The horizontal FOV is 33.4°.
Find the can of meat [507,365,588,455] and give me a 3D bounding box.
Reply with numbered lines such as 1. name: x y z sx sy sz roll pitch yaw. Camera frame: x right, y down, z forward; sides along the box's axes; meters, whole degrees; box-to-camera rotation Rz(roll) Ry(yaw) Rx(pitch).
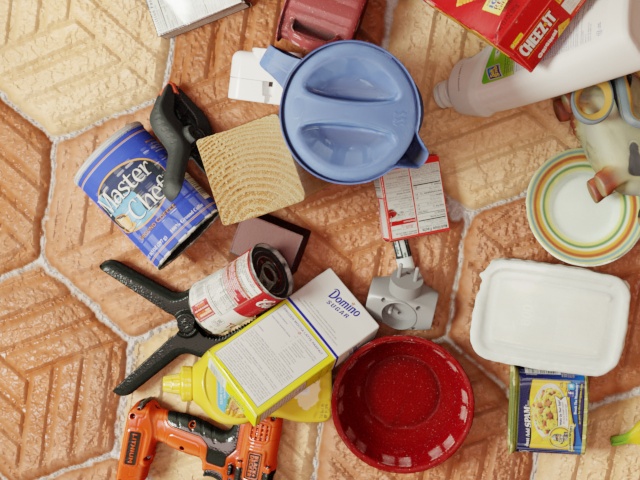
1. can of meat: 0.255 0.189 1.199 0.084 0.057 0.102 2 98 7

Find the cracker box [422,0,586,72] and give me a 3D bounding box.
1. cracker box: 0.184 -0.289 1.077 0.164 0.072 0.214 -53 42 11

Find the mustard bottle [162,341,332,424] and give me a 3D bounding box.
1. mustard bottle: -0.084 0.163 1.224 0.191 0.058 0.096 0 82 -7

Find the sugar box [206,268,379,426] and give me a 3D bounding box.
1. sugar box: -0.031 0.117 1.192 0.176 0.048 0.093 -33 72 -23

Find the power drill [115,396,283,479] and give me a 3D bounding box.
1. power drill: -0.145 0.273 1.278 0.187 0.057 0.184 11 95 5

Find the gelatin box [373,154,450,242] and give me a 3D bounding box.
1. gelatin box: 0.101 -0.047 1.195 0.073 0.030 0.089 -11 97 -15

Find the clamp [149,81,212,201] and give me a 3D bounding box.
1. clamp: -0.140 -0.104 1.210 0.039 0.120 0.171 -35 54 30

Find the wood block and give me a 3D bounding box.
1. wood block: -0.052 -0.082 1.139 0.090 0.206 0.091 -18 94 11

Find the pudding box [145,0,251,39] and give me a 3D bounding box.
1. pudding box: -0.146 -0.291 1.214 0.113 0.039 0.090 -18 94 13

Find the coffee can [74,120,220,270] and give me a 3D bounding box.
1. coffee can: -0.196 -0.051 1.220 0.103 0.102 0.140 -44 89 12

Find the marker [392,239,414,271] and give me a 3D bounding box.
1. marker: 0.084 -0.024 1.219 0.020 0.020 0.121 -14 95 11

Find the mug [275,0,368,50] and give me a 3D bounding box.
1. mug: 0.001 -0.242 1.160 0.081 0.117 0.093 20 131 2

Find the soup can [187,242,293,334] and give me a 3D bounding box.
1. soup can: -0.090 0.055 1.188 0.102 0.068 0.068 -31 92 29

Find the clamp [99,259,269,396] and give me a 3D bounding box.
1. clamp: -0.161 0.108 1.267 0.210 0.036 0.164 2 96 7

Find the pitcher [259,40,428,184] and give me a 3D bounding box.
1. pitcher: 0.036 -0.139 1.098 0.145 0.242 0.149 -13 95 11

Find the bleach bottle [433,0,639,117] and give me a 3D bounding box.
1. bleach bottle: 0.224 -0.191 1.107 0.251 0.102 0.068 -15 140 44

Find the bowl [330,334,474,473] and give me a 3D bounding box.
1. bowl: 0.094 0.181 1.222 0.162 0.055 0.162 1 98 5

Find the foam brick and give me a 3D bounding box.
1. foam brick: -0.058 0.002 1.229 0.078 0.053 0.051 22 100 7
